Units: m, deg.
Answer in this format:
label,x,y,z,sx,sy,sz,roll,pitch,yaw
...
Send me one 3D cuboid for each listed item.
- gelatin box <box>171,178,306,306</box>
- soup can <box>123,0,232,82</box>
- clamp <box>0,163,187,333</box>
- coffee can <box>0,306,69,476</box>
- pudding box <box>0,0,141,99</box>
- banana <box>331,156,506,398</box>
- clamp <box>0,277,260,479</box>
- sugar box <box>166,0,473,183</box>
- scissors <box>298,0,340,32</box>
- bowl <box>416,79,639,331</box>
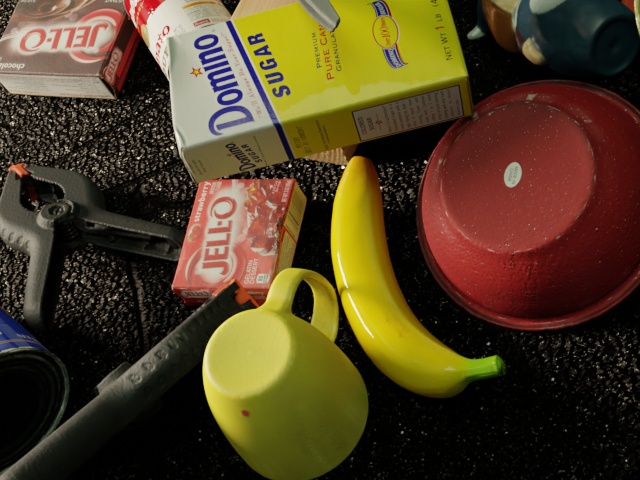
label,x,y,z,sx,sy,sz,roll,pitch,yaw
gelatin box,-0.055,0.001,0.725,0.073,0.030,0.089,0,59,21
soup can,-0.104,-0.165,0.825,0.068,0.068,0.102,-32,54,-1
clamp,-0.173,-0.010,0.767,0.120,0.039,0.172,-19,44,-19
coffee can,-0.248,0.079,0.705,0.140,0.102,0.102,34,75,33
pudding box,-0.207,-0.163,0.881,0.114,0.039,0.090,4,62,23
banana,0.044,0.030,0.662,0.070,0.037,0.198,-38,50,9
clamp,-0.118,0.096,0.636,0.209,0.165,0.036,-41,92,-15
sugar box,-0.003,-0.101,0.651,0.176,0.048,0.093,-13,58,4
scissors,-0.002,-0.176,0.677,0.096,0.016,0.202,-32,34,-14
bowl,0.124,-0.030,0.635,0.162,0.055,0.162,-8,72,25
